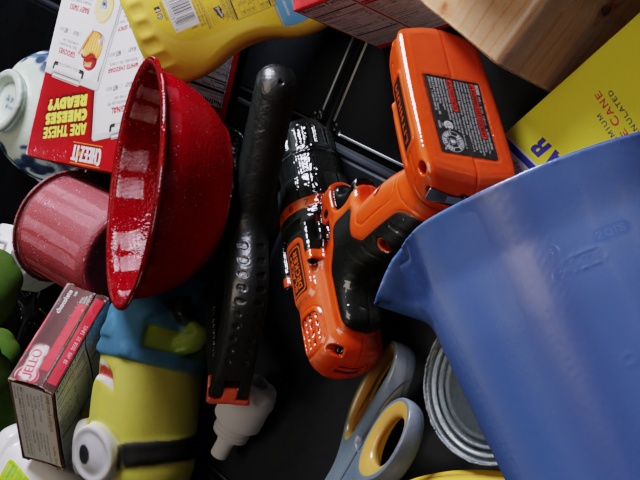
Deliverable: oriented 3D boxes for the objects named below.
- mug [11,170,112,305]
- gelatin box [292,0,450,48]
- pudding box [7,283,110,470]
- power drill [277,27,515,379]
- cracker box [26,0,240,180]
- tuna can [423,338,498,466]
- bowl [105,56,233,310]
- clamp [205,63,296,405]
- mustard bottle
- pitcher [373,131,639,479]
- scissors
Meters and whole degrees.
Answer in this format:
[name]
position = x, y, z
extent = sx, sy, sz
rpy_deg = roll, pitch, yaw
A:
[mug]
position = -0.173, 0.012, 0.820
extent = 0.082, 0.093, 0.117
rpy_deg = 24, 126, 38
[gelatin box]
position = 0.038, -0.151, 0.653
extent = 0.073, 0.089, 0.030
rpy_deg = -11, 74, 41
[pudding box]
position = -0.186, 0.101, 0.777
extent = 0.039, 0.113, 0.090
rpy_deg = 18, 49, 8
[power drill]
position = 0.031, -0.035, 0.625
extent = 0.188, 0.057, 0.184
rpy_deg = 127, 139, -49
[cracker box]
position = -0.135, -0.154, 0.825
extent = 0.164, 0.071, 0.214
rpy_deg = 12, 90, 43
[tuna can]
position = 0.100, 0.080, 0.584
extent = 0.086, 0.033, 0.086
rpy_deg = -11, 74, 41
[bowl]
position = -0.095, -0.033, 0.682
extent = 0.162, 0.055, 0.162
rpy_deg = -173, 90, -69
[clamp]
position = -0.055, 0.001, 0.704
extent = 0.165, 0.036, 0.210
rpy_deg = 174, 102, -75
[mustard bottle]
position = -0.035, -0.178, 0.709
extent = 0.191, 0.058, 0.096
rpy_deg = -21, 97, 4
[pitcher]
position = 0.146, 0.079, 0.462
extent = 0.149, 0.144, 0.243
rpy_deg = -32, 77, 45
[scissors]
position = 0.013, 0.157, 0.637
extent = 0.202, 0.016, 0.096
rpy_deg = -67, 18, 8
